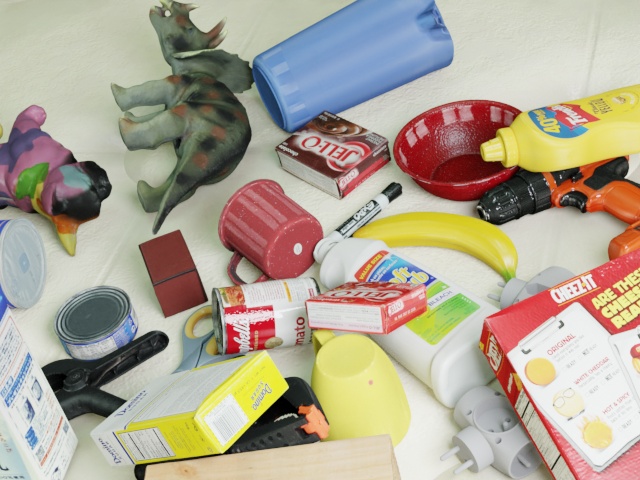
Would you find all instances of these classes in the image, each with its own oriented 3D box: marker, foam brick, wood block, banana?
[{"bbox_3d":[0.050,-0.029,1.203,0.020,0.020,0.121,26,54,38],"label":"marker"},{"bbox_3d":[-0.162,0.035,1.168,0.051,0.053,0.078,-21,39,-8],"label":"foam brick"},{"bbox_3d":[-0.035,0.231,0.867,0.206,0.091,0.090,-9,40,7],"label":"wood block"},{"bbox_3d":[0.130,-0.001,1.131,0.198,0.037,0.069,16,47,32],"label":"banana"}]

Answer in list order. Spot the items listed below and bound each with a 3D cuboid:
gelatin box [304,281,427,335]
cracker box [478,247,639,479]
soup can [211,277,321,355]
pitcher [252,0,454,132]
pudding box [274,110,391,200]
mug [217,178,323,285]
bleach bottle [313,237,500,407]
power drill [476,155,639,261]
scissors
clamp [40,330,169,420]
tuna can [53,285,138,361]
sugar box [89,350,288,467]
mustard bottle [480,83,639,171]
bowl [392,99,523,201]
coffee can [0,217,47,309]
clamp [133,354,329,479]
[{"bbox_3d":[0.043,0.060,0.977,0.089,0.030,0.073,1,13,37],"label":"gelatin box"},{"bbox_3d":[0.249,0.131,0.856,0.164,0.072,0.214,-23,64,-10],"label":"cracker box"},{"bbox_3d":[-0.053,0.074,1.059,0.102,0.068,0.068,-6,38,-14],"label":"soup can"},{"bbox_3d":[0.037,-0.236,1.381,0.242,0.149,0.145,-27,56,-10],"label":"pitcher"},{"bbox_3d":[0.015,-0.104,1.288,0.090,0.039,0.114,-38,45,-25],"label":"pudding box"},{"bbox_3d":[-0.058,0.001,1.158,0.082,0.093,0.117,37,92,39],"label":"mug"},{"bbox_3d":[0.072,0.063,1.057,0.102,0.068,0.251,-34,41,-22],"label":"bleach bottle"},{"bbox_3d":[0.280,-0.032,1.104,0.184,0.057,0.188,-26,41,-13],"label":"power drill"},{"bbox_3d":[-0.147,0.127,1.084,0.201,0.016,0.096,-33,41,-21],"label":"scissors"},{"bbox_3d":[-0.233,0.152,1.059,0.171,0.039,0.120,-18,30,8],"label":"clamp"},{"bbox_3d":[-0.239,0.089,1.143,0.086,0.034,0.086,-9,40,7],"label":"tuna can"},{"bbox_3d":[-0.117,0.149,0.928,0.177,0.048,0.093,-22,13,49],"label":"sugar box"},{"bbox_3d":[0.263,-0.113,1.122,0.191,0.058,0.096,-13,34,-2],"label":"mustard bottle"},{"bbox_3d":[0.166,-0.094,1.215,0.162,0.055,0.162,-9,40,7],"label":"bowl"},{"bbox_3d":[-0.397,0.030,1.209,0.140,0.103,0.102,-4,40,13],"label":"coffee can"},{"bbox_3d":[-0.072,0.166,0.946,0.164,0.036,0.210,-45,21,-26],"label":"clamp"}]
